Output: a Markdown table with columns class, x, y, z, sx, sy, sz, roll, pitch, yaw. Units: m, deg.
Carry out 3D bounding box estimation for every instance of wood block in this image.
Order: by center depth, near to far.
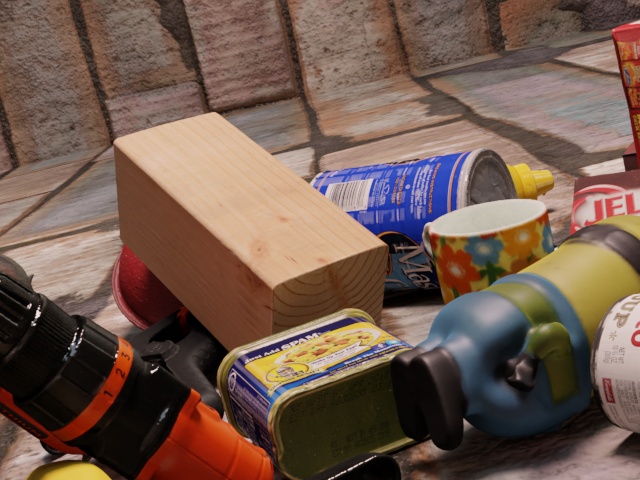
| class | x | y | z | sx | sy | sz | roll | pitch | yaw |
| --- | --- | --- | --- | --- | --- | --- | --- | --- | --- |
| wood block | -0.054 | 0.001 | 0.737 | 0.090 | 0.091 | 0.206 | -20 | 40 | -31 |

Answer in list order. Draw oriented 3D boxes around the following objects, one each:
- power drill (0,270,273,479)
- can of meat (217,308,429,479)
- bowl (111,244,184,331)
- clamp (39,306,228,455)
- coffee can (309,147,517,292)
| class | x | y | z | sx | sy | sz | roll | pitch | yaw |
| --- | --- | --- | --- | --- | --- | --- | --- | --- | --- |
| power drill | -0.131 | 0.074 | 0.542 | 0.057 | 0.184 | 0.188 | -55 | 26 | -17 |
| can of meat | 0.005 | 0.084 | 0.585 | 0.102 | 0.057 | 0.084 | -18 | 15 | -18 |
| bowl | -0.095 | 0.004 | 0.863 | 0.162 | 0.055 | 0.162 | -4 | 44 | 4 |
| clamp | -0.117 | 0.092 | 0.719 | 0.120 | 0.039 | 0.171 | -8 | 16 | 3 |
| coffee can | 0.070 | -0.012 | 0.823 | 0.141 | 0.103 | 0.102 | -6 | 15 | 32 |
